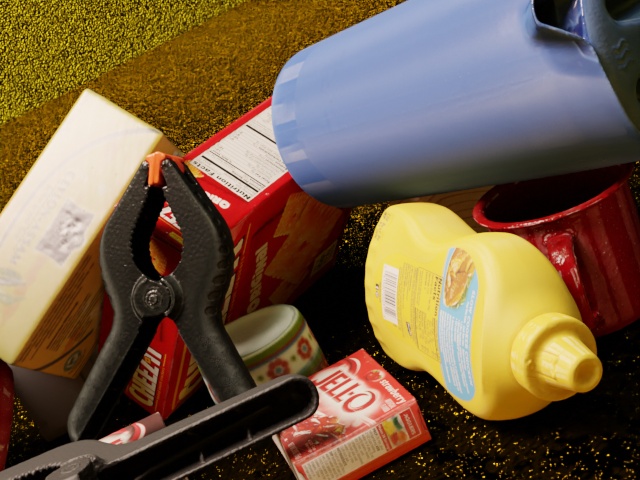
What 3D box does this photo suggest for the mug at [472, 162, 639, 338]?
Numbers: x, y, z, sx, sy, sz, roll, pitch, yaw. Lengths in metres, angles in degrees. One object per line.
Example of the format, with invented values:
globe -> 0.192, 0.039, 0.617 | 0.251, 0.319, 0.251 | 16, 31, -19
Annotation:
mug -> 0.143, 0.009, 0.604 | 0.093, 0.081, 0.117 | -18, 19, 16

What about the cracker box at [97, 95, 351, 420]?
cracker box -> -0.055, 0.001, 0.744 | 0.072, 0.164, 0.213 | 32, 45, 17

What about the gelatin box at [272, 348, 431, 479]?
gelatin box -> 0.010, 0.100, 0.596 | 0.073, 0.030, 0.089 | -26, 19, -9

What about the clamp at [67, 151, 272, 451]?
clamp -> -0.095, 0.040, 0.597 | 0.120, 0.171, 0.039 | -11, -9, 9

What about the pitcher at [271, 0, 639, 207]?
pitcher -> 0.096, -0.090, 0.629 | 0.243, 0.149, 0.144 | -11, 36, 43

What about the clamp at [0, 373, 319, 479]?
clamp -> -0.107, 0.123, 0.534 | 0.210, 0.036, 0.164 | -13, 15, 37

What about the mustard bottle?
mustard bottle -> 0.085, 0.041, 0.564 | 0.058, 0.096, 0.192 | -3, 12, -20
